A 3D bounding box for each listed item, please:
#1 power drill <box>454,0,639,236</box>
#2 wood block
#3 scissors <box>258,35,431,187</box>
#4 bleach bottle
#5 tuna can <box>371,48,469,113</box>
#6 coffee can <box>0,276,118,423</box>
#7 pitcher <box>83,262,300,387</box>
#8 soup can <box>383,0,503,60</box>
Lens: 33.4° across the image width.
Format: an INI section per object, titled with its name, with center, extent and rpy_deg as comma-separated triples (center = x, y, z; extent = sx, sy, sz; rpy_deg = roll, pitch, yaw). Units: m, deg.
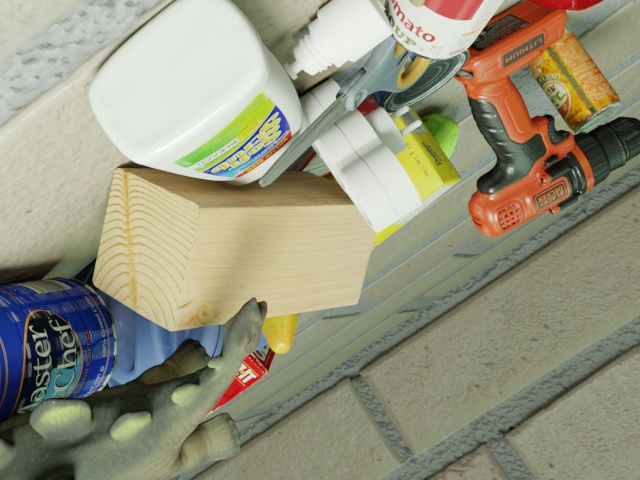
[power drill]
center = 0.197, -0.113, 0.940
extent = 0.184, 0.187, 0.057
rpy_deg = -30, -149, -9
[wood block]
center = -0.056, 0.001, 0.799
extent = 0.205, 0.090, 0.091
rpy_deg = -4, 113, -51
[scissors]
center = 0.030, -0.099, 0.753
extent = 0.201, 0.016, 0.096
rpy_deg = -52, 159, -9
[bleach bottle]
center = -0.052, -0.082, 0.685
extent = 0.102, 0.068, 0.250
rpy_deg = -37, 171, 10
[tuna can]
center = 0.076, -0.139, 0.853
extent = 0.086, 0.034, 0.086
rpy_deg = -31, 169, -7
[coffee can]
center = -0.232, 0.083, 0.784
extent = 0.103, 0.103, 0.140
rpy_deg = -37, 168, 22
[pitcher]
center = -0.099, 0.048, 0.975
extent = 0.149, 0.145, 0.242
rpy_deg = -24, 176, 20
[soup can]
center = 0.085, -0.168, 0.674
extent = 0.068, 0.068, 0.102
rpy_deg = -28, 168, -22
